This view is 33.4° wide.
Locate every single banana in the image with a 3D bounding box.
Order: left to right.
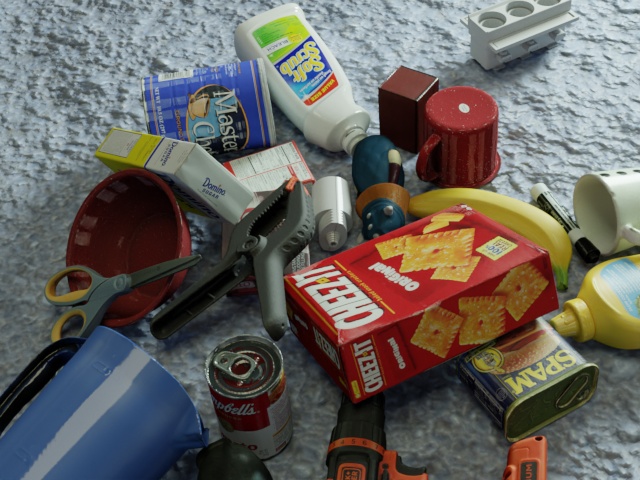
[{"bbox_3d":[0.186,-0.018,1.114,0.198,0.037,0.069,28,54,28],"label":"banana"}]

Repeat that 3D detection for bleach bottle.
[{"bbox_3d":[-0.008,-0.186,1.280,0.102,0.068,0.251,-25,51,-16],"label":"bleach bottle"}]

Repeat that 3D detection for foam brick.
[{"bbox_3d":[0.101,-0.150,1.222,0.051,0.078,0.053,22,50,25],"label":"foam brick"}]

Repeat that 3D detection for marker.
[{"bbox_3d":[0.256,-0.018,1.114,0.020,0.020,0.121,-18,44,-11],"label":"marker"}]

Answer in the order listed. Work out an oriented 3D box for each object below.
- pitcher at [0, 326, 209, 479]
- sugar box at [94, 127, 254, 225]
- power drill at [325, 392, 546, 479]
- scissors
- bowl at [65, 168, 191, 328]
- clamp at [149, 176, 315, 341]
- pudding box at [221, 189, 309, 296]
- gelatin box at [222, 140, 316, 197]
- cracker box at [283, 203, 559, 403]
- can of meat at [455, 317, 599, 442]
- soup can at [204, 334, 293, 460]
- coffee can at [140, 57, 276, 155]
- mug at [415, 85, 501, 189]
[{"bbox_3d":[-0.224,0.194,0.889,0.145,0.149,0.242,47,67,-11],"label":"pitcher"},{"bbox_3d":[-0.156,-0.069,1.118,0.176,0.093,0.048,19,72,52],"label":"sugar box"},{"bbox_3d":[0.096,0.201,0.905,0.188,0.057,0.184,1,50,11],"label":"power drill"},{"bbox_3d":[-0.199,0.061,1.035,0.202,0.016,0.096,-2,73,35],"label":"scissors"},{"bbox_3d":[-0.184,0.011,1.084,0.162,0.055,0.162,-8,75,34],"label":"bowl"},{"bbox_3d":[-0.071,0.020,1.041,0.165,0.036,0.209,-8,41,33],"label":"clamp"},{"bbox_3d":[-0.057,0.001,1.113,0.090,0.039,0.113,-4,54,1],"label":"pudding box"},{"bbox_3d":[-0.056,-0.068,1.194,0.089,0.030,0.073,-18,46,-10],"label":"gelatin box"},{"bbox_3d":[0.087,0.049,1.001,0.213,0.072,0.164,-22,25,-14],"label":"cracker box"},{"bbox_3d":[0.185,0.121,0.970,0.102,0.057,0.084,-24,46,-17],"label":"can of meat"},{"bbox_3d":[-0.062,0.141,0.946,0.068,0.102,0.068,-3,46,3],"label":"soup can"},{"bbox_3d":[-0.127,-0.148,1.228,0.140,0.103,0.103,-9,46,-3],"label":"coffee can"},{"bbox_3d":[0.146,-0.110,1.175,0.117,0.081,0.093,-36,53,-25],"label":"mug"}]
